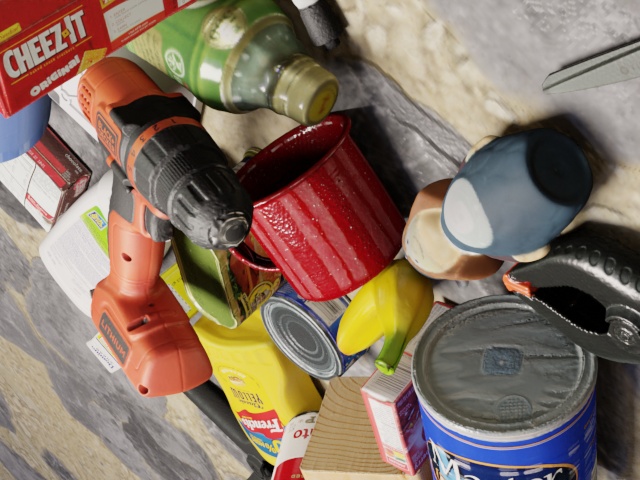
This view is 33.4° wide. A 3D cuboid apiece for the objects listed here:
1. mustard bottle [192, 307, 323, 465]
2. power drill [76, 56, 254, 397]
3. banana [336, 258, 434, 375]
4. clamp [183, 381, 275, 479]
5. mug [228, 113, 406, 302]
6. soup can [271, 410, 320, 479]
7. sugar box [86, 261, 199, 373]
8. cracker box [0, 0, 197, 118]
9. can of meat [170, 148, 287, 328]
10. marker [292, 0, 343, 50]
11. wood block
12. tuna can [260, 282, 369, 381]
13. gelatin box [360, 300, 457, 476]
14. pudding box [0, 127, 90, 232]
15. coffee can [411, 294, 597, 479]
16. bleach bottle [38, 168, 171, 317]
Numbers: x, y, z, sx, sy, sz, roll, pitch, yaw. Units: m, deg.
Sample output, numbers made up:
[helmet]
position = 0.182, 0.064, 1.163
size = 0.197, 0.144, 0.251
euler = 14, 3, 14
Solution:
[mustard bottle]
position = -0.039, 0.142, 0.932
size = 0.096, 0.058, 0.191
euler = 7, 133, 37
[power drill]
position = -0.096, 0.002, 0.652
size = 0.185, 0.057, 0.188
euler = 49, 141, 44
[banana]
position = 0.039, 0.044, 0.680
size = 0.037, 0.069, 0.198
euler = 39, 175, 0
[clamp]
position = -0.060, 0.209, 1.067
size = 0.210, 0.036, 0.164
euler = 3, 130, 58
[mug]
position = -0.010, -0.013, 0.653
size = 0.117, 0.093, 0.081
euler = -23, 115, 29
[soup can]
position = -0.006, 0.196, 0.856
size = 0.068, 0.102, 0.068
euler = 7, 130, 8
[sugar box]
position = -0.143, 0.062, 0.942
size = 0.048, 0.093, 0.176
euler = 49, 153, -1
[cracker box]
position = -0.170, -0.177, 0.581
size = 0.214, 0.164, 0.072
euler = 37, 152, 31
[can of meat]
position = -0.055, 0.001, 0.749
size = 0.058, 0.083, 0.102
euler = 29, 146, 32
[marker]
position = -0.020, -0.156, 0.571
size = 0.020, 0.020, 0.121
euler = 4, 129, 53
[wood block]
position = 0.065, 0.206, 0.807
size = 0.090, 0.090, 0.206
euler = -2, 129, 23
[tuna can]
position = -0.005, 0.065, 0.814
size = 0.086, 0.033, 0.086
euler = 34, 149, 24
[gelatin box]
position = 0.069, 0.094, 0.688
size = 0.030, 0.089, 0.073
euler = 20, 142, 36
[pudding box]
position = -0.267, -0.065, 1.012
size = 0.090, 0.039, 0.114
euler = 48, 150, 2
[coffee can]
position = 0.114, 0.117, 0.639
size = 0.103, 0.102, 0.140
euler = 26, 145, 36
[bleach bottle]
position = -0.172, -0.003, 0.934
size = 0.102, 0.068, 0.251
euler = 51, 150, -7
